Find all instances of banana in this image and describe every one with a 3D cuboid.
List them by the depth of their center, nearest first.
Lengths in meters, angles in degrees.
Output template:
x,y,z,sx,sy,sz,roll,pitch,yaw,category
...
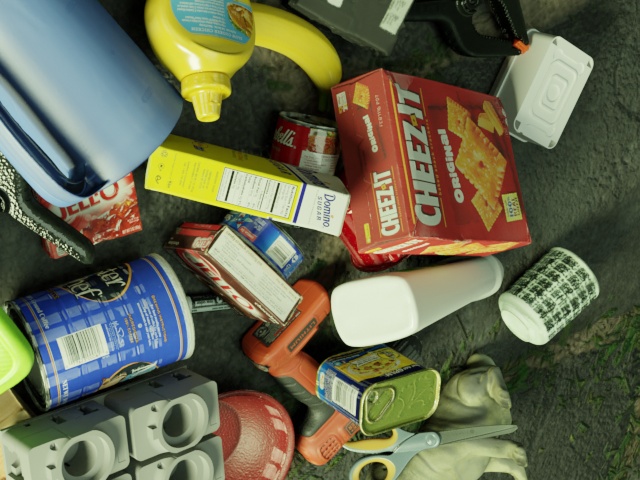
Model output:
x,y,z,sx,sy,sz,roll,pitch,yaw,category
-0.045,-0.182,0.993,0.197,0.037,0.070,23,99,-37,banana

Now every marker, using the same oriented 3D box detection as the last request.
x,y,z,sx,sy,sz,roll,pitch,yaw,category
-0.092,0.061,1.071,0.120,0.020,0.020,-4,110,-33,marker

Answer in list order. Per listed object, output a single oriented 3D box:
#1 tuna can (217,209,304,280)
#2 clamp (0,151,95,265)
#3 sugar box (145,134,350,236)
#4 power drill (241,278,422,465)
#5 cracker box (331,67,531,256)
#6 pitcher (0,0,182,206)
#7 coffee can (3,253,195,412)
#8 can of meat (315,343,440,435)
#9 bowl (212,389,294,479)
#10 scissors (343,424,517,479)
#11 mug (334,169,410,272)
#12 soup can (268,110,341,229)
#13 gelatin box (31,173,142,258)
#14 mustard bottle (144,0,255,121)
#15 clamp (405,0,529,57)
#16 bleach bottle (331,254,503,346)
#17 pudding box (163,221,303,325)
x,y,z,sx,sy,sz,roll,pitch,yaw,category
-0.057,0.001,1.029,0.033,0.086,0.086,-49,127,-10,tuna can
-0.262,-0.032,0.890,0.120,0.039,0.171,-15,115,-10,clamp
-0.066,-0.053,0.953,0.176,0.093,0.048,11,102,-10,sugar box
0.015,0.129,1.146,0.184,0.057,0.187,-46,126,-14,power drill
0.114,-0.071,1.051,0.213,0.072,0.164,3,74,-50,cracker box
-0.228,-0.150,0.820,0.145,0.149,0.242,-45,123,-10,pitcher
-0.197,0.080,0.954,0.140,0.103,0.103,-19,118,-27,coffee can
0.057,0.149,1.095,0.101,0.084,0.057,-11,113,-34,can of meat
-0.108,0.216,1.098,0.161,0.055,0.162,-13,116,-29,bowl
0.115,0.242,1.197,0.016,0.202,0.096,39,57,-79,scissors
0.054,-0.022,1.079,0.093,0.117,0.081,-31,121,8,mug
-0.018,-0.068,1.039,0.068,0.069,0.102,3,107,-35,soup can
-0.208,-0.033,0.948,0.089,0.030,0.073,-20,118,-27,gelatin box
-0.100,-0.192,0.885,0.096,0.058,0.191,4,74,-40,mustard bottle
0.147,-0.260,1.093,0.209,0.036,0.164,23,97,-35,clamp
0.121,0.052,1.150,0.250,0.103,0.068,-14,90,-55,bleach bottle
-0.083,0.030,1.007,0.113,0.090,0.039,43,72,-27,pudding box
